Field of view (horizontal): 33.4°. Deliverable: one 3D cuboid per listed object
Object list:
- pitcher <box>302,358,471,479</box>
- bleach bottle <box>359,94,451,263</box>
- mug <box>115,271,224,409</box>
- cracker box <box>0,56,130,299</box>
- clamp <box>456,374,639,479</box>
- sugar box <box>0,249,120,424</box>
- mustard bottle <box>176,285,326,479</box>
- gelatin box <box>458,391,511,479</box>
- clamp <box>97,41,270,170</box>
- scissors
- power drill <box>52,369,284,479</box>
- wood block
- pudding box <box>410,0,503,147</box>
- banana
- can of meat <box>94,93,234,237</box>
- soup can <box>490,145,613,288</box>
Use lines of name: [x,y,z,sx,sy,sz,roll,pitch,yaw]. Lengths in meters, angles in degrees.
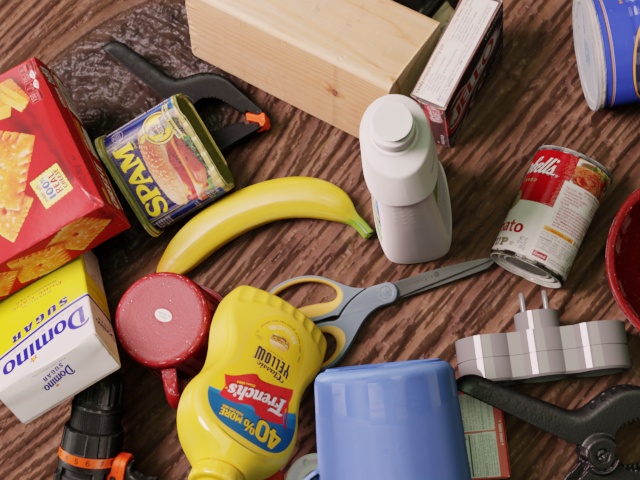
pitcher: [0.048,0.215,0.801,0.145,0.148,0.243,-11,82,42]
bleach bottle: [0.064,-0.056,0.830,0.068,0.250,0.102,-9,74,6]
mug: [-0.125,0.085,0.912,0.093,0.081,0.117,-5,75,7]
cracker box: [-0.294,-0.035,0.912,0.213,0.072,0.164,-29,69,1]
clamp: [0.210,0.159,0.844,0.210,0.036,0.164,-19,93,-5]
sugar box: [-0.227,0.067,0.901,0.093,0.048,0.176,-31,31,0]
mustard bottle: [-0.060,0.130,0.832,0.096,0.058,0.191,36,44,-17]
gelatin box: [0.108,0.163,0.882,0.089,0.030,0.073,-7,76,7]
clamp: [-0.133,-0.128,0.987,0.171,0.039,0.120,-2,94,6]
scissors: [0.051,0.066,0.923,0.202,0.016,0.096,-3,77,9]
power drill: [-0.128,0.203,0.873,0.188,0.057,0.184,13,101,13]
wood block: [-0.009,-0.178,0.946,0.206,0.091,0.090,29,63,16]
pudding box: [0.120,-0.148,0.930,0.039,0.090,0.113,24,80,14]
banana: [-0.056,-0.017,0.950,0.198,0.037,0.069,-13,71,6]
can of meat: [-0.135,-0.068,0.947,0.084,0.057,0.102,-29,97,10]
soup can: [0.193,-0.019,0.896,0.068,0.068,0.102,24,81,14]
